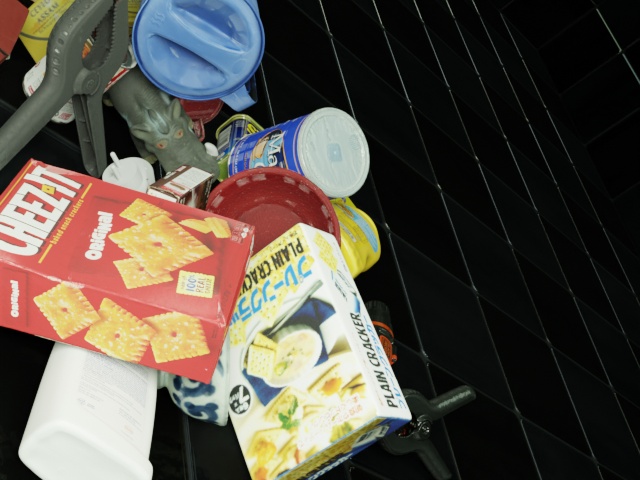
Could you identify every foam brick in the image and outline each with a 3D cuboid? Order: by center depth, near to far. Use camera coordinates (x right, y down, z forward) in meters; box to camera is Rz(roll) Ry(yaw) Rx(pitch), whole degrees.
[{"bbox_3d":[-0.326,-0.204,1.033,0.051,0.053,0.078,39,37,-29],"label":"foam brick"}]

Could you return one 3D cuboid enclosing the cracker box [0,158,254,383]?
[{"bbox_3d":[-0.171,0.019,0.890,0.213,0.072,0.164,17,30,-2],"label":"cracker box"}]

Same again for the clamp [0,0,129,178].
[{"bbox_3d":[-0.226,-0.149,1.012,0.036,0.210,0.164,29,8,22],"label":"clamp"}]

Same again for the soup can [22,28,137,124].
[{"bbox_3d":[-0.247,-0.174,1.092,0.068,0.102,0.068,41,27,-27],"label":"soup can"}]

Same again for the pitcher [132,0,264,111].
[{"bbox_3d":[-0.127,-0.258,1.170,0.145,0.149,0.243,11,34,-12],"label":"pitcher"}]

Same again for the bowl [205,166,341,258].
[{"bbox_3d":[-0.058,0.001,1.179,0.162,0.162,0.055,56,-2,4],"label":"bowl"}]

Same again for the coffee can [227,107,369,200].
[{"bbox_3d":[-0.027,-0.089,1.242,0.102,0.141,0.103,8,77,-39],"label":"coffee can"}]

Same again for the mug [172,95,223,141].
[{"bbox_3d":[-0.169,-0.168,1.259,0.081,0.093,0.117,-21,97,-61],"label":"mug"}]

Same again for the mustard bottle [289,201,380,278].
[{"bbox_3d":[0.028,-0.003,1.297,0.096,0.058,0.191,48,17,5],"label":"mustard bottle"}]

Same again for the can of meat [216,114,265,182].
[{"bbox_3d":[-0.087,-0.096,1.344,0.102,0.058,0.084,41,30,-27],"label":"can of meat"}]

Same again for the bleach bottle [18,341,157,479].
[{"bbox_3d":[-0.176,0.104,0.903,0.102,0.068,0.250,40,25,-22],"label":"bleach bottle"}]

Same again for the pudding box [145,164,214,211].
[{"bbox_3d":[-0.148,-0.010,1.051,0.039,0.113,0.090,18,22,9],"label":"pudding box"}]

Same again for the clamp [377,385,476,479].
[{"bbox_3d":[0.121,0.212,1.275,0.171,0.039,0.120,32,73,-41],"label":"clamp"}]
